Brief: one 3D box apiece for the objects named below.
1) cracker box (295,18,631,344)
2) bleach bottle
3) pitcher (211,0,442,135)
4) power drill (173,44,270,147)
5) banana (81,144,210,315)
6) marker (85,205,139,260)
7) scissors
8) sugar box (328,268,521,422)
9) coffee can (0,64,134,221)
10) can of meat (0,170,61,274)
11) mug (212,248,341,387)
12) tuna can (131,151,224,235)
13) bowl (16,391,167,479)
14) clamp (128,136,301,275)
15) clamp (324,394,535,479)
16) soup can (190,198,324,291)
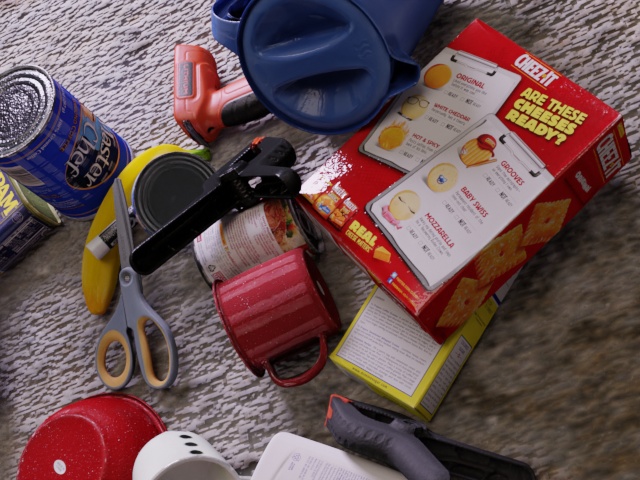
[{"bbox_3d":[0.111,-0.049,0.848,0.213,0.072,0.164,-44,55,-3],"label":"cracker box"},{"bbox_3d":[0.061,0.229,0.794,0.251,0.068,0.102,16,75,29],"label":"bleach bottle"},{"bbox_3d":[0.026,-0.208,0.927,0.145,0.149,0.242,-30,17,39],"label":"pitcher"},{"bbox_3d":[-0.052,-0.178,1.047,0.188,0.057,0.184,-14,59,20],"label":"power drill"},{"bbox_3d":[-0.189,-0.023,1.051,0.070,0.037,0.197,26,80,33],"label":"banana"},{"bbox_3d":[-0.174,-0.028,1.026,0.121,0.020,0.020,-43,55,-11],"label":"marker"},{"bbox_3d":[-0.190,0.051,0.997,0.096,0.016,0.202,-30,73,21],"label":"scissors"},{"bbox_3d":[0.093,0.049,0.876,0.093,0.048,0.176,27,77,34],"label":"sugar box"},{"bbox_3d":[-0.265,-0.094,1.059,0.103,0.140,0.103,-11,62,21],"label":"coffee can"},{"bbox_3d":[-0.331,-0.028,1.111,0.084,0.057,0.102,-42,55,6],"label":"can of meat"},{"bbox_3d":[-0.031,0.067,0.901,0.081,0.093,0.117,-26,59,7],"label":"mug"},{"bbox_3d":[-0.135,-0.040,1.006,0.086,0.034,0.086,0,89,-15],"label":"tuna can"},{"bbox_3d":[-0.212,0.205,0.942,0.162,0.055,0.162,-11,62,22],"label":"bowl"},{"bbox_3d":[-0.063,-0.050,0.927,0.165,0.036,0.209,-24,17,27],"label":"clamp"},{"bbox_3d":[0.076,0.158,0.814,0.172,0.120,0.039,24,95,52],"label":"clamp"},{"bbox_3d":[-0.056,0.001,0.957,0.102,0.068,0.068,-25,58,14],"label":"soup can"}]
